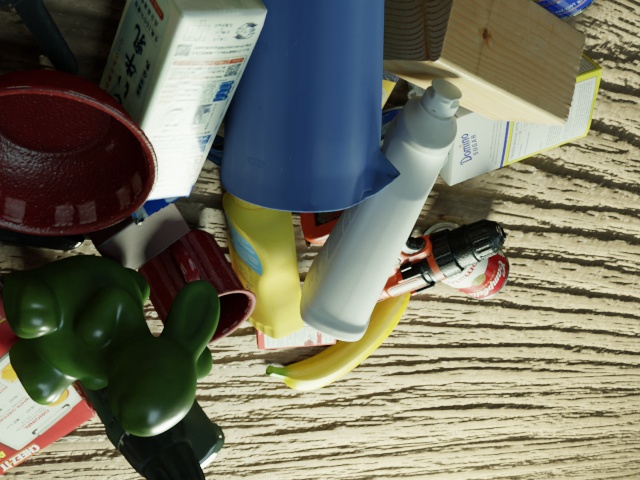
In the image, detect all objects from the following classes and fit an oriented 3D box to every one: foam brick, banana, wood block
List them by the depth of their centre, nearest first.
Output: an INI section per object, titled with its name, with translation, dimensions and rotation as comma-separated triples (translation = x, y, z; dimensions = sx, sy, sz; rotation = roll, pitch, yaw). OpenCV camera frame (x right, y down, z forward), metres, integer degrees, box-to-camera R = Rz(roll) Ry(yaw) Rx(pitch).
[foam brick]
translation = -0.163, -0.017, 0.936
dimensions = 0.078, 0.053, 0.051
rotation = -35, 142, -4
[wood block]
translation = 0.138, -0.172, 0.939
dimensions = 0.205, 0.090, 0.091
rotation = 15, 88, -47
[banana]
translation = 0.032, 0.121, 1.247
dimensions = 0.197, 0.037, 0.069
rotation = -34, 144, -7

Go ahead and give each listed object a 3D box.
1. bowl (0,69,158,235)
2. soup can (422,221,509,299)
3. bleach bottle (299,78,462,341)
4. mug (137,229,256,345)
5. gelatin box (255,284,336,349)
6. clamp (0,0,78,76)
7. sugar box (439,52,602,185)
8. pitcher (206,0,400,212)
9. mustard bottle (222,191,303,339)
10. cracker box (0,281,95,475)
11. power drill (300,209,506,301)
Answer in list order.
[bowl]
translation = -0.198, -0.072, 0.773
dimensions = 0.162, 0.055, 0.162
rotation = -4, 143, -3
[soup can]
translation = 0.165, 0.023, 1.234
dimensions = 0.068, 0.069, 0.102
rotation = -50, 140, 13
[bleach bottle]
translation = 0.058, -0.030, 0.944
dimensions = 0.068, 0.102, 0.251
rotation = 21, 128, -8
[mug]
translation = -0.120, 0.039, 0.987
dimensions = 0.093, 0.081, 0.117
rotation = -29, 154, -8
[gelatin box]
translation = -0.026, 0.080, 1.141
dimensions = 0.089, 0.030, 0.073
rotation = -4, 135, -4
[clamp]
translation = -0.233, -0.171, 0.737
dimensions = 0.120, 0.039, 0.171
rotation = -22, 133, -28
[sugar box]
translation = 0.201, -0.128, 1.103
dimensions = 0.176, 0.048, 0.093
rotation = -18, 137, -17
[pitcher]
translation = -0.021, -0.154, 0.836
dimensions = 0.149, 0.145, 0.243
rotation = -7, 116, -21
[mustard bottle]
translation = -0.056, 0.001, 1.006
dimensions = 0.058, 0.096, 0.192
rotation = -22, 139, -16
[cracker box]
translation = -0.318, 0.126, 0.938
dimensions = 0.164, 0.072, 0.213
rotation = -31, 142, -10
[power drill]
translation = 0.080, -0.005, 1.102
dimensions = 0.185, 0.057, 0.187
rotation = -24, 143, 20
